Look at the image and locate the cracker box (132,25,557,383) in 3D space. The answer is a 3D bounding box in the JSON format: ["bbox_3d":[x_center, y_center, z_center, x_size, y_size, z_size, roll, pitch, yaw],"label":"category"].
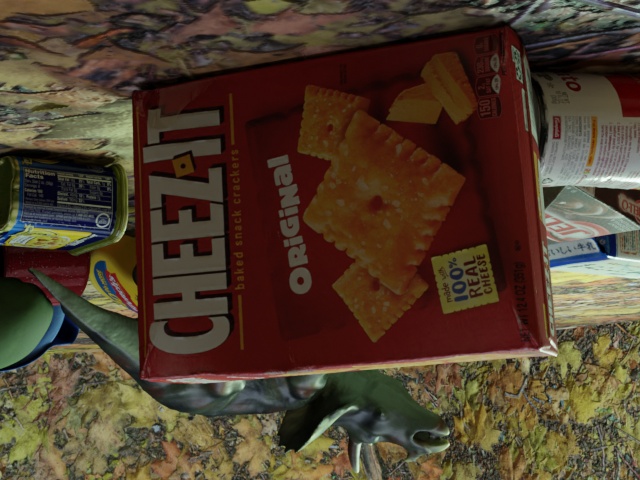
[{"bbox_3d":[0.008,-0.012,0.566,0.214,0.164,0.072,-7,169,18],"label":"cracker box"}]

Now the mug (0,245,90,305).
[{"bbox_3d":[-0.244,0.008,0.900,0.081,0.093,0.117,-2,136,-41],"label":"mug"}]

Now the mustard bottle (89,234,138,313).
[{"bbox_3d":[-0.173,0.039,1.043,0.192,0.058,0.096,21,149,42],"label":"mustard bottle"}]

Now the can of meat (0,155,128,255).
[{"bbox_3d":[-0.198,-0.025,0.762,0.083,0.057,0.102,5,168,-36],"label":"can of meat"}]
